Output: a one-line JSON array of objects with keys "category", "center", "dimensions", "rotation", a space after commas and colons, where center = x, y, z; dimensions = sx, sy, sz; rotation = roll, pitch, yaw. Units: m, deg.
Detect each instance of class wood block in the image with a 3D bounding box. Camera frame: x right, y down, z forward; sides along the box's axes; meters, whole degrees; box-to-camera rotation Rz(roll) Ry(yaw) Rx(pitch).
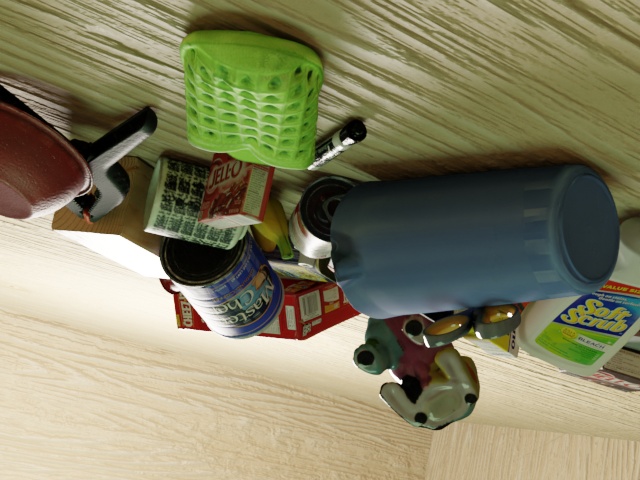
[{"category": "wood block", "center": [-0.205, -0.022, 1.224], "dimensions": [0.091, 0.090, 0.206], "rotation": [6, 166, 23]}]

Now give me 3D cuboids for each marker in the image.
[{"category": "marker", "center": [0.012, -0.082, 0.925], "dimensions": [0.020, 0.020, 0.121], "rotation": [15, 167, -16]}]

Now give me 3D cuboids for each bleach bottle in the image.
[{"category": "bleach bottle", "center": [0.281, 0.045, 1.045], "dimensions": [0.102, 0.068, 0.251], "rotation": [25, 147, 4]}]

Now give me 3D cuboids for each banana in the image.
[{"category": "banana", "center": [-0.060, -0.017, 1.172], "dimensions": [0.037, 0.069, 0.198], "rotation": [-8, -177, -6]}]

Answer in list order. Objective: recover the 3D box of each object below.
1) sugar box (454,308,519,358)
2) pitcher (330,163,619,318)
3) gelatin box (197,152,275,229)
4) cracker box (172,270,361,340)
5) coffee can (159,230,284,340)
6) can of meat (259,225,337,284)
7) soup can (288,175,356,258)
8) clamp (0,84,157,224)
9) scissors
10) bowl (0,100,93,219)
[{"category": "sugar box", "center": [0.209, 0.085, 1.326], "dimensions": [0.048, 0.093, 0.176], "rotation": [3, 166, 31]}, {"category": "pitcher", "center": [0.141, -0.004, 0.953], "dimensions": [0.243, 0.149, 0.144], "rotation": [-6, 144, 45]}, {"category": "gelatin box", "center": [-0.080, -0.052, 1.018], "dimensions": [0.030, 0.073, 0.089], "rotation": [20, 166, -31]}, {"category": "cracker box", "center": [-0.071, 0.083, 1.478], "dimensions": [0.214, 0.072, 0.163], "rotation": [1, -169, 34]}, {"category": "coffee can", "center": [-0.109, 0.039, 1.213], "dimensions": [0.103, 0.102, 0.140], "rotation": [6, 153, 21]}, {"category": "can of meat", "center": [-0.017, 0.016, 1.307], "dimensions": [0.084, 0.057, 0.102], "rotation": [7, 167, 26]}, {"category": "soup can", "center": [0.006, -0.021, 1.090], "dimensions": [0.068, 0.068, 0.102], "rotation": [12, 168, -6]}, {"category": "clamp", "center": [-0.223, -0.078, 1.025], "dimensions": [0.164, 0.036, 0.210], "rotation": [9, 151, 8]}, {"category": "scissors", "center": [0.136, 0.067, 0.993], "dimensions": [0.096, 0.016, 0.202], "rotation": [-16, -174, 2]}, {"category": "bowl", "center": [-0.295, -0.066, 0.987], "dimensions": [0.162, 0.055, 0.162], "rotation": [18, 155, 9]}]
